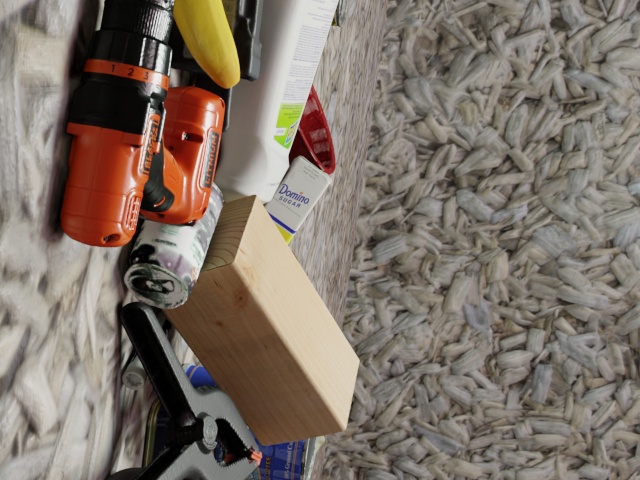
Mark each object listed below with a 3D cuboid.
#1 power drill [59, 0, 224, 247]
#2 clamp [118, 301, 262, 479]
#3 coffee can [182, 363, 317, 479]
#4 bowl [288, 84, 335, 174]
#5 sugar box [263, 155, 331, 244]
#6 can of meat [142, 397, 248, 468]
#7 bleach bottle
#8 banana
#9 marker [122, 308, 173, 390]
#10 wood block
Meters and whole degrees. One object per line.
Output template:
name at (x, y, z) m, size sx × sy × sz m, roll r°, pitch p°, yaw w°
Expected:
power drill at (-0.114, -0.084, 0.722) m, size 0.187 × 0.057 × 0.184 m, roll 19°, pitch 84°, yaw -81°
clamp at (-0.106, 0.163, 0.848) m, size 0.209 × 0.036 × 0.164 m, roll 51°, pitch 36°, yaw -52°
coffee can at (-0.075, 0.183, 1.055) m, size 0.102 × 0.140 × 0.103 m, roll 9°, pitch 89°, yaw -83°
bowl at (-0.039, -0.138, 1.152) m, size 0.162 × 0.055 × 0.162 m, roll -20°, pitch 90°, yaw -77°
sugar box at (-0.057, 0.001, 1.033) m, size 0.176 × 0.048 × 0.093 m, roll -52°, pitch -175°, yaw 0°
can of meat at (-0.114, 0.199, 0.979) m, size 0.057 × 0.084 × 0.102 m, roll -46°, pitch 144°, yaw -79°
bleach bottle at (-0.046, -0.130, 0.906) m, size 0.102 × 0.068 × 0.251 m, roll -14°, pitch 122°, yaw -66°
banana at (-0.082, -0.212, 0.774) m, size 0.037 × 0.069 × 0.198 m, roll -156°, pitch -108°, yaw -72°
marker at (-0.138, 0.082, 0.896) m, size 0.121 × 0.020 × 0.020 m, roll -71°, pitch 168°, yaw -59°
wood block at (-0.054, 0.075, 0.931) m, size 0.206 × 0.090 × 0.090 m, roll 59°, pitch 29°, yaw -31°
